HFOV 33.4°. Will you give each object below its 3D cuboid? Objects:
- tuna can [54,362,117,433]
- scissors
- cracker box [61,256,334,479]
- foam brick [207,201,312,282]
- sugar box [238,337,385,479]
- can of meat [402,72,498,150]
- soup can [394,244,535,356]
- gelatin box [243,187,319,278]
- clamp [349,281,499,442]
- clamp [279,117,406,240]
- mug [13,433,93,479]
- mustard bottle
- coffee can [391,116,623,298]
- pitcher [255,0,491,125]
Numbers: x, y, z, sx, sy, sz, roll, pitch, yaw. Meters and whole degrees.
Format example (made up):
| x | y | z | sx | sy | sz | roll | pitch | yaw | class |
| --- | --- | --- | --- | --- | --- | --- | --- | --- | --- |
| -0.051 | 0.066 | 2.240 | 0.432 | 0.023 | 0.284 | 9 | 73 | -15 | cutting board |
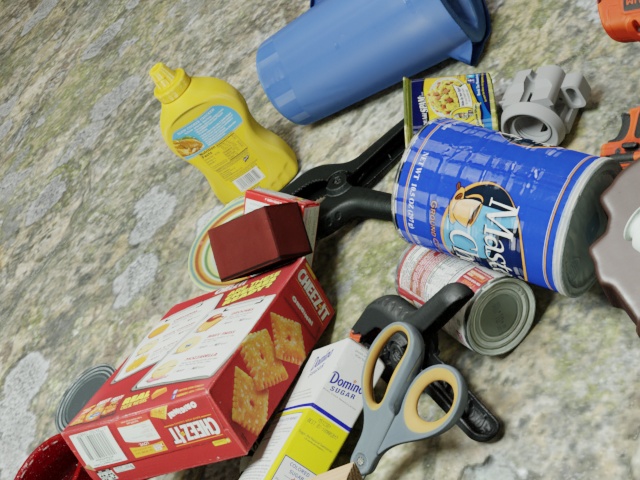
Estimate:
| x | y | z | sx | sy | sz | roll | pitch | yaw | class |
| --- | --- | --- | --- | --- | --- | --- | --- | --- | --- |
| -0.231 | 0.171 | 1.098 | 0.086 | 0.033 | 0.086 | -28 | 37 | 23 | tuna can |
| 0.049 | 0.161 | 0.781 | 0.096 | 0.016 | 0.202 | 16 | 93 | 38 | scissors |
| -0.099 | 0.114 | 0.932 | 0.164 | 0.072 | 0.213 | -20 | 18 | 30 | cracker box |
| -0.057 | 0.001 | 0.992 | 0.078 | 0.052 | 0.051 | -22 | 84 | 36 | foam brick |
| -0.018 | 0.165 | 0.847 | 0.176 | 0.048 | 0.093 | -56 | 8 | -21 | sugar box |
| 0.121 | -0.111 | 0.993 | 0.084 | 0.057 | 0.102 | -5 | 44 | 8 | can of meat |
| 0.114 | 0.042 | 0.849 | 0.068 | 0.068 | 0.102 | -47 | 34 | -5 | soup can |
| -0.041 | 0.000 | 1.034 | 0.073 | 0.030 | 0.089 | 16 | 107 | 35 | gelatin box |
| 0.075 | 0.075 | 0.826 | 0.039 | 0.120 | 0.172 | -12 | 18 | -30 | clamp |
| 0.029 | -0.043 | 1.047 | 0.210 | 0.036 | 0.164 | -24 | 38 | 16 | clamp |
| -0.216 | 0.228 | 0.978 | 0.117 | 0.081 | 0.093 | -45 | 34 | -1 | mug |
| -0.115 | -0.119 | 1.149 | 0.096 | 0.191 | 0.058 | -31 | 36 | 18 | mustard bottle |
| 0.139 | -0.027 | 0.791 | 0.140 | 0.102 | 0.102 | 20 | 67 | 33 | coffee can |
| 0.047 | -0.231 | 1.151 | 0.243 | 0.144 | 0.149 | -25 | 42 | 31 | pitcher |
